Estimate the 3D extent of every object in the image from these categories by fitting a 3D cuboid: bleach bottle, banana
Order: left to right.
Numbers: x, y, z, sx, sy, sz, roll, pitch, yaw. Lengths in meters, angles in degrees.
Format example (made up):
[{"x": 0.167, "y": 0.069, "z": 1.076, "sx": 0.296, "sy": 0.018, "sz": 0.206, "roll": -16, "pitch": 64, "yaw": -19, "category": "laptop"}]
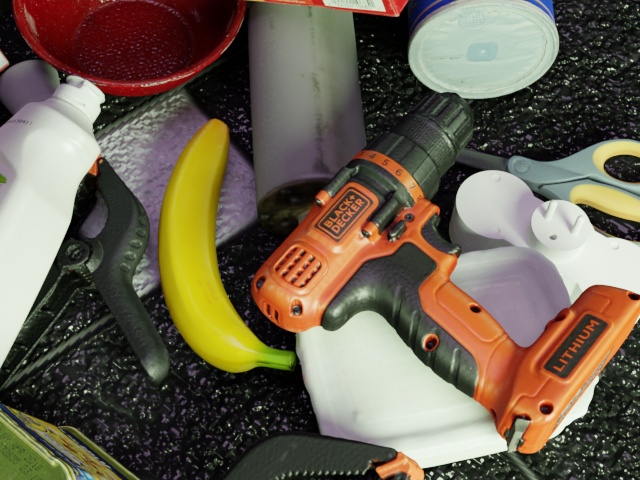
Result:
[{"x": -0.199, "y": 0.007, "z": 0.642, "sx": 0.103, "sy": 0.068, "sz": 0.250, "roll": 9, "pitch": 63, "yaw": 40, "category": "bleach bottle"}, {"x": -0.071, "y": 0.009, "z": 0.686, "sx": 0.069, "sy": 0.037, "sz": 0.198, "roll": -16, "pitch": 60, "yaw": -5, "category": "banana"}]

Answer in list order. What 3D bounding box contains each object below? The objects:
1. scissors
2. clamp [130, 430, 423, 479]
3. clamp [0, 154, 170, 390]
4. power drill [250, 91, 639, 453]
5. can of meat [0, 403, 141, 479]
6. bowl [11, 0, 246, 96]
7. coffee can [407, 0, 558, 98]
[{"x": 0.154, "y": -0.058, "z": 0.741, "sx": 0.202, "sy": 0.016, "sz": 0.096, "roll": 31, "pitch": 63, "yaw": 15, "category": "scissors"}, {"x": -0.041, "y": 0.171, "z": 0.565, "sx": 0.210, "sy": 0.036, "sz": 0.164, "roll": -21, "pitch": 65, "yaw": 13, "category": "clamp"}, {"x": -0.140, "y": 0.022, "z": 0.675, "sx": 0.120, "sy": 0.039, "sz": 0.171, "roll": 6, "pitch": 63, "yaw": 7, "category": "clamp"}, {"x": 0.082, "y": 0.015, "z": 0.606, "sx": 0.188, "sy": 0.057, "sz": 0.184, "roll": 34, "pitch": 69, "yaw": 20, "category": "power drill"}, {"x": -0.145, "y": 0.130, "z": 0.557, "sx": 0.102, "sy": 0.083, "sz": 0.057, "roll": 29, "pitch": 81, "yaw": 32, "category": "can of meat"}, {"x": -0.135, "y": -0.158, "z": 0.765, "sx": 0.162, "sy": 0.055, "sz": 0.162, "roll": 3, "pitch": 59, "yaw": -5, "category": "bowl"}, {"x": 0.112, "y": -0.188, "z": 0.764, "sx": 0.103, "sy": 0.103, "sz": 0.140, "roll": 1, "pitch": 60, "yaw": -1, "category": "coffee can"}]
